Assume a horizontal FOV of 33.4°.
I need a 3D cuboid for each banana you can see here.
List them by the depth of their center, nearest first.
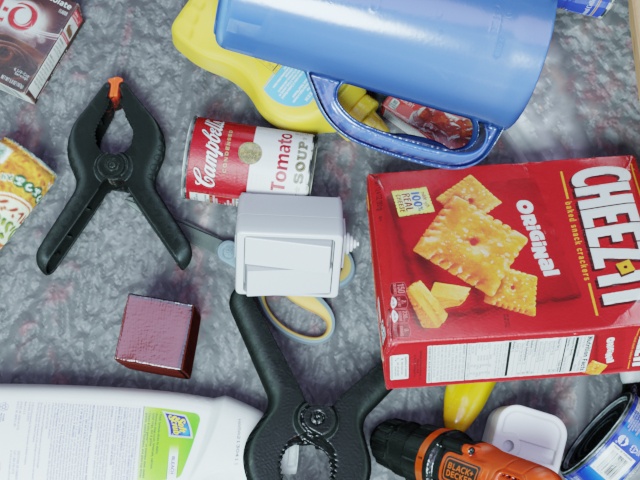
[{"bbox_3d":[0.163,0.072,0.847,0.197,0.037,0.070,-35,44,-7],"label":"banana"}]

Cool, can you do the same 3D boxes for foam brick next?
[{"bbox_3d":[-0.124,0.075,0.827,0.051,0.078,0.053,9,77,0],"label":"foam brick"}]

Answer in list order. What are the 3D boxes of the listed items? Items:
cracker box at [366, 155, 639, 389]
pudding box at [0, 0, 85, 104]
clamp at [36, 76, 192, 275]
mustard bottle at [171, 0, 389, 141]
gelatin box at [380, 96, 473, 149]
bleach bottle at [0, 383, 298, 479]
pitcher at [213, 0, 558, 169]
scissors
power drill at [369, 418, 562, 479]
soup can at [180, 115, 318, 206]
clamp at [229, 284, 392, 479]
[{"bbox_3d":[0.147,0.020,0.812,0.213,0.072,0.164,-5,52,2],"label":"cracker box"},{"bbox_3d":[-0.267,-0.177,0.887,0.113,0.039,0.090,27,79,3],"label":"pudding box"},{"bbox_3d":[-0.174,-0.047,0.858,0.120,0.039,0.171,-8,68,-11],"label":"clamp"},{"bbox_3d":[-0.022,-0.144,0.879,0.191,0.058,0.096,39,75,5],"label":"mustard bottle"},{"bbox_3d":[0.106,-0.112,0.892,0.089,0.030,0.073,37,80,5],"label":"gelatin box"},{"bbox_3d":[-0.143,0.165,0.818,0.250,0.068,0.102,4,80,-3],"label":"bleach bottle"},{"bbox_3d":[0.044,-0.162,0.808,0.242,0.145,0.149,12,52,-6],"label":"pitcher"},{"bbox_3d":[-0.056,0.001,0.874,0.202,0.016,0.096,43,80,6],"label":"scissors"},{"bbox_3d":[0.081,0.230,0.771,0.057,0.185,0.187,18,85,-34],"label":"power drill"},{"bbox_3d":[-0.056,-0.059,0.859,0.102,0.068,0.068,9,79,-1],"label":"soup can"},{"bbox_3d":[0.006,0.135,0.801,0.164,0.036,0.210,5,61,-4],"label":"clamp"}]
